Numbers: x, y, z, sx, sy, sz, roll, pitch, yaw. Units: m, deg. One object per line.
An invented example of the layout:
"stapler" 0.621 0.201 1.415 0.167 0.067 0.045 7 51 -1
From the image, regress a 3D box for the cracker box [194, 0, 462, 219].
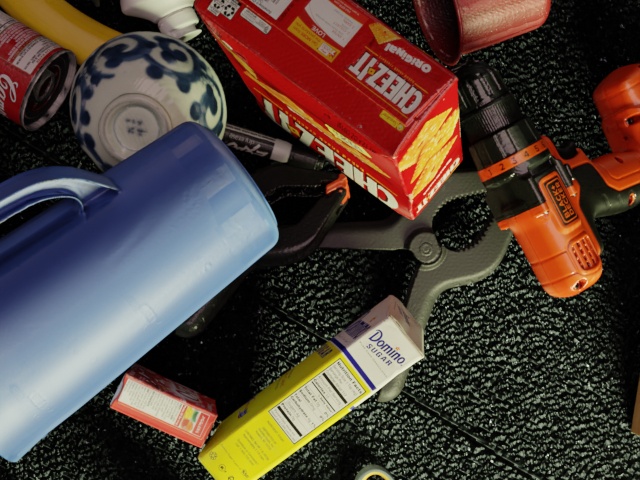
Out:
"cracker box" 0.014 -0.102 0.737 0.164 0.213 0.072 38 87 12

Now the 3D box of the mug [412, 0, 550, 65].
"mug" 0.120 -0.201 0.834 0.081 0.093 0.117 -20 55 -10

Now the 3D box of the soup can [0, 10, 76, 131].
"soup can" -0.244 -0.136 0.799 0.102 0.068 0.068 30 87 5

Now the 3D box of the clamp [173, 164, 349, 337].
"clamp" -0.055 0.001 0.812 0.171 0.039 0.120 -16 80 4

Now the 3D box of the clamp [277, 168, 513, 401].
"clamp" 0.083 0.018 0.846 0.210 0.036 0.164 -29 93 -1

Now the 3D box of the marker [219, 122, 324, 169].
"marker" -0.055 -0.078 0.845 0.121 0.020 0.020 17 88 -5

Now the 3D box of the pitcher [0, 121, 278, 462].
"pitcher" -0.156 0.020 0.721 0.242 0.149 0.145 -37 88 -10

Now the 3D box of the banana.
"banana" -0.208 -0.188 0.824 0.069 0.037 0.198 -40 93 -2

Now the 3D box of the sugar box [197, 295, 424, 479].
"sugar box" -0.004 0.112 0.792 0.176 0.093 0.048 -40 92 8

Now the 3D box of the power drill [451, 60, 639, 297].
"power drill" 0.191 -0.071 0.806 0.187 0.057 0.184 -28 93 -34

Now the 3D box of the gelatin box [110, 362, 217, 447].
"gelatin box" -0.116 0.122 0.802 0.073 0.089 0.030 26 86 -4
